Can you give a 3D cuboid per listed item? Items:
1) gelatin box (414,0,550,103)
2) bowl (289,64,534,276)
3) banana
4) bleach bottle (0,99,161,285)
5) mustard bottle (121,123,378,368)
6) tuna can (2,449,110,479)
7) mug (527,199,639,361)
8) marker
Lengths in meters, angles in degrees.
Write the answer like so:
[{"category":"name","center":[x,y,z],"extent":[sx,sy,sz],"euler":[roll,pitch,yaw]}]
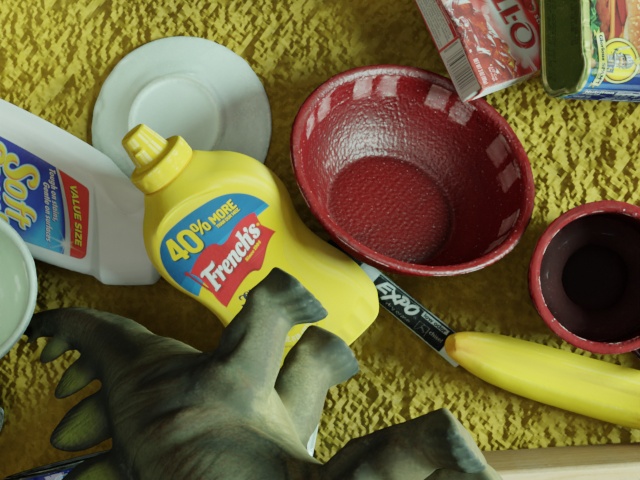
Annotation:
[{"category":"gelatin box","center":[0.110,-0.145,0.707],"extent":[0.073,0.030,0.089],"euler":[-22,85,-27]},{"category":"bowl","center":[0.053,-0.035,0.690],"extent":[0.162,0.055,0.162],"euler":[7,57,-11]},{"category":"banana","center":[0.178,0.092,0.684],"extent":[0.198,0.069,0.037],"euler":[13,72,14]},{"category":"bleach bottle","center":[-0.191,-0.040,0.729],"extent":[0.251,0.068,0.102],"euler":[20,101,5]},{"category":"mustard bottle","center":[-0.054,0.001,0.676],"extent":[0.096,0.058,0.191],"euler":[-35,113,17]},{"category":"tuna can","center":[-0.165,0.163,0.705],"extent":[0.086,0.086,0.034],"euler":[-14,84,5]},{"category":"mug","center":[0.183,0.034,0.679],"extent":[0.093,0.081,0.117],"euler":[-38,84,2]},{"category":"marker","center":[0.050,0.040,0.724],"extent":[0.121,0.020,0.020],"euler":[39,91,6]}]
